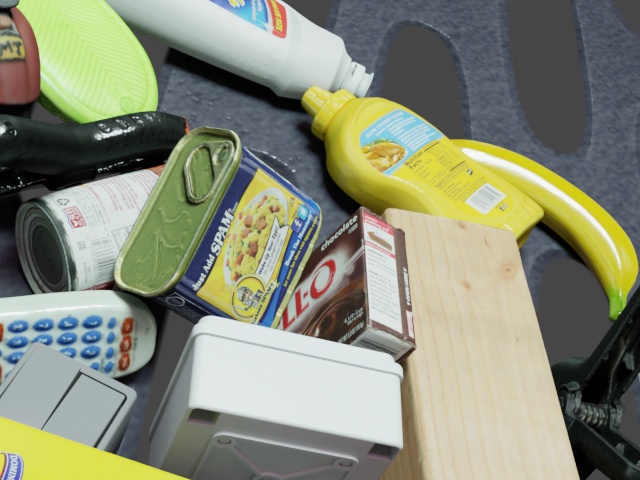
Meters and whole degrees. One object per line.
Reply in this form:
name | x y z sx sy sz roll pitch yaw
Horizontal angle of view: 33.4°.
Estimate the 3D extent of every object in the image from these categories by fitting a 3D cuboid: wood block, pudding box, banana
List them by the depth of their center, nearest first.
pudding box | 0.003 0.050 0.606 0.039 0.114 0.090 29 38 -28
wood block | 0.073 0.090 0.616 0.090 0.091 0.206 11 45 -17
banana | 0.173 -0.023 0.816 0.198 0.037 0.069 42 44 17

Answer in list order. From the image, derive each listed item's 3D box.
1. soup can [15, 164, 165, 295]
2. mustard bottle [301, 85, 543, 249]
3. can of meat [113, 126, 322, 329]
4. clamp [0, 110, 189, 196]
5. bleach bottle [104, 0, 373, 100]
soup can | -0.119 -0.004 0.632 0.102 0.069 0.068 -18 58 -37
mustard bottle | 0.062 -0.050 0.773 0.192 0.058 0.096 40 46 14
can of meat | -0.054 0.001 0.605 0.083 0.058 0.102 36 74 -41
clamp | -0.148 -0.051 0.620 0.209 0.165 0.036 -16 91 -42
bleach bottle | -0.076 -0.175 0.828 0.250 0.068 0.102 25 35 -7
